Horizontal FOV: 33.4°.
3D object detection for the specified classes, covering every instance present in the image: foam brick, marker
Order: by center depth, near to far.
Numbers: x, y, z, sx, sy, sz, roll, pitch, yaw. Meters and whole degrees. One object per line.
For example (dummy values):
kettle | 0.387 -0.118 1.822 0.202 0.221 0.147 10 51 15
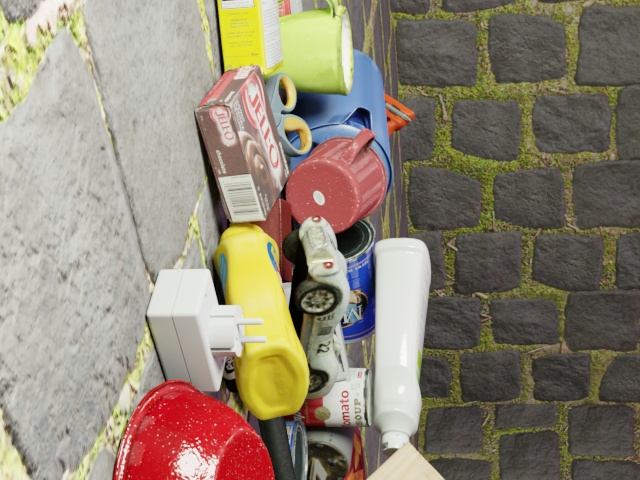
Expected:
marker | -0.084 0.099 0.918 0.121 0.020 0.020 77 15 -55
foam brick | -0.057 0.001 1.004 0.053 0.051 0.078 31 58 -79

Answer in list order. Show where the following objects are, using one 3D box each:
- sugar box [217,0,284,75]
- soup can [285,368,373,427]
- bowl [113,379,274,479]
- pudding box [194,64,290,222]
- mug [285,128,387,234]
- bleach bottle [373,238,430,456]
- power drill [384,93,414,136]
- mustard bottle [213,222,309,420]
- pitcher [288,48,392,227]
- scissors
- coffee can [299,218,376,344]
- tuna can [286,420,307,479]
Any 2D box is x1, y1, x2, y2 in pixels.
sugar box | -0.069 -0.242 0.983 0.093 0.048 0.176 -61 145 -73
soup can | 0.007 0.181 1.226 0.068 0.102 0.068 -1 90 -81
bowl | -0.074 0.174 0.724 0.161 0.055 0.162 -6 90 -67
pudding box | -0.066 -0.084 0.931 0.090 0.039 0.113 -65 147 -56
mug | 0.020 -0.063 1.089 0.117 0.093 0.081 -56 174 25
bleach bottle | 0.092 0.128 1.256 0.102 0.068 0.250 70 21 -55
power drill | 0.058 -0.111 1.494 0.188 0.057 0.184 -59 -178 3
mustard bottle | -0.055 0.049 0.896 0.192 0.058 0.096 -107 -174 -46
pitcher | 0.018 -0.133 1.320 0.242 0.149 0.145 -84 151 -55
scissors | -0.058 -0.131 1.040 0.201 0.016 0.096 17 63 -65
coffee can | 0.026 0.049 1.370 0.102 0.103 0.140 -81 166 -49
tuna can | -0.037 0.238 1.157 0.086 0.034 0.086 -1 90 -81
